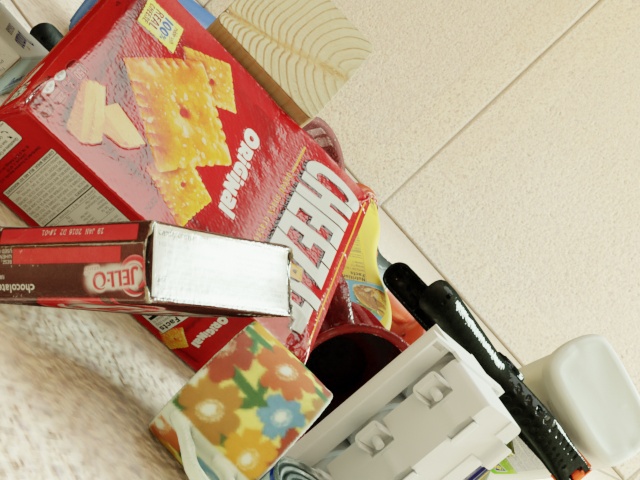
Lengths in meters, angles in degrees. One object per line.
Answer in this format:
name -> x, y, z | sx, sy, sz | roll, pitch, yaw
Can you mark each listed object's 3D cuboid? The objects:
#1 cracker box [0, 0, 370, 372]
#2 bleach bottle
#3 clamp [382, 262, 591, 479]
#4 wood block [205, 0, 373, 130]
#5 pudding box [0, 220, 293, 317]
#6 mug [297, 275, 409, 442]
cracker box -> -0.078, -0.036, 0.631 | 0.213, 0.072, 0.164 | 44, 39, -17
bleach bottle -> 0.170, 0.156, 0.918 | 0.102, 0.068, 0.251 | 62, -27, 5
clamp -> 0.124, 0.098, 0.771 | 0.210, 0.036, 0.164 | 49, -1, 0
wood block -> -0.069, -0.101, 0.777 | 0.091, 0.090, 0.207 | 46, -37, -11
pudding box -> -0.078, 0.015, 0.487 | 0.090, 0.039, 0.113 | -1, -5, 30
mug -> 0.012, 0.076, 0.700 | 0.081, 0.093, 0.117 | -127, -153, -73
